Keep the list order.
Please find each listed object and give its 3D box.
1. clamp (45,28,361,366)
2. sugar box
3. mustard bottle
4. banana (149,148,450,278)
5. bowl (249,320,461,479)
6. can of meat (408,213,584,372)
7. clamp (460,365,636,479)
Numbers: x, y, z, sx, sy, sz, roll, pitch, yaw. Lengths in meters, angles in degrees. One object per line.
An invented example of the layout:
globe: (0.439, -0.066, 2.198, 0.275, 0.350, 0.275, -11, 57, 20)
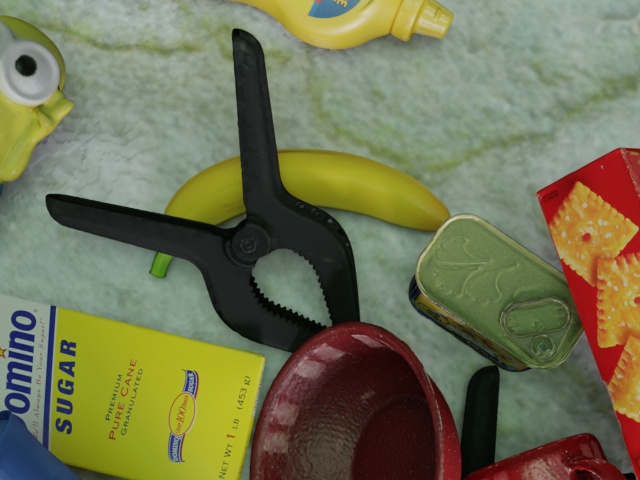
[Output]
clamp: (-0.054, 0.001, 0.655, 0.164, 0.036, 0.210, -33, 101, 9)
sugar box: (-0.128, 0.096, 0.656, 0.176, 0.048, 0.093, 13, 79, 1)
mustard bottle: (-0.002, -0.181, 0.705, 0.191, 0.058, 0.096, 26, 81, 4)
banana: (-0.018, -0.026, 0.689, 0.198, 0.037, 0.069, -9, 107, 1)
bowl: (0.028, 0.131, 0.619, 0.055, 0.162, 0.162, 16, 76, -38)
can of meat: (0.104, 0.036, 0.650, 0.102, 0.084, 0.057, 34, 80, 6)
clamp: (0.096, 0.164, 0.648, 0.171, 0.039, 0.120, -42, 78, -13)
